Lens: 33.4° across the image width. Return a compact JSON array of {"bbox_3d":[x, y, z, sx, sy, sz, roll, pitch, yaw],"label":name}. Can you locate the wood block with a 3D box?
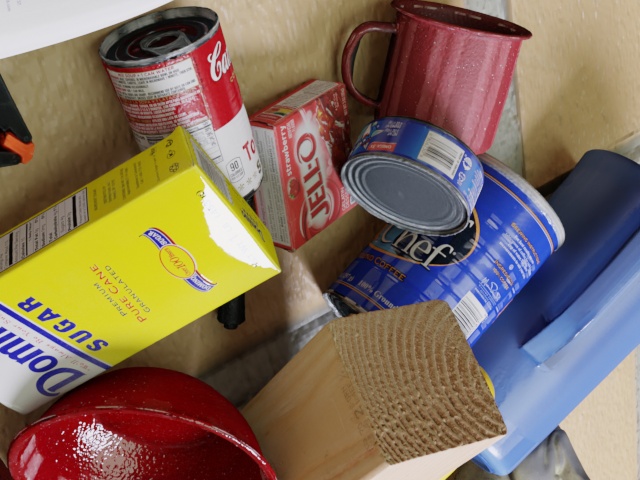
[{"bbox_3d":[0.010,0.128,0.669,0.090,0.090,0.206,-8,154,-34],"label":"wood block"}]

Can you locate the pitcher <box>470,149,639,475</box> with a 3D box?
[{"bbox_3d":[0.178,0.055,0.804,0.242,0.145,0.149,-46,132,-8],"label":"pitcher"}]

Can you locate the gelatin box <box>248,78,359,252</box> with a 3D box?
[{"bbox_3d":[-0.010,-0.048,0.675,0.073,0.030,0.089,-37,129,-42],"label":"gelatin box"}]

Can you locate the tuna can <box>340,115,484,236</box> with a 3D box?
[{"bbox_3d":[0.058,-0.040,0.670,0.086,0.086,0.033,47,59,-40],"label":"tuna can"}]

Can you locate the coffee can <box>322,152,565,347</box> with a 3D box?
[{"bbox_3d":[0.085,0.019,0.741,0.140,0.103,0.102,-48,130,-10],"label":"coffee can"}]

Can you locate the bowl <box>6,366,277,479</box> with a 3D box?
[{"bbox_3d":[-0.103,0.125,0.647,0.162,0.055,0.162,3,138,3],"label":"bowl"}]

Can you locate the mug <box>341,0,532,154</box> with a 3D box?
[{"bbox_3d":[0.070,-0.107,0.691,0.117,0.093,0.081,7,111,-14],"label":"mug"}]

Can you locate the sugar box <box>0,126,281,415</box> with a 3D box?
[{"bbox_3d":[-0.121,0.021,0.581,0.176,0.048,0.093,-32,129,7],"label":"sugar box"}]

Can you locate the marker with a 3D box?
[{"bbox_3d":[-0.054,0.001,0.684,0.020,0.020,0.121,-9,115,-34],"label":"marker"}]

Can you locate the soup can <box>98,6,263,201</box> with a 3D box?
[{"bbox_3d":[-0.076,-0.071,0.603,0.068,0.069,0.102,-31,126,-23],"label":"soup can"}]
